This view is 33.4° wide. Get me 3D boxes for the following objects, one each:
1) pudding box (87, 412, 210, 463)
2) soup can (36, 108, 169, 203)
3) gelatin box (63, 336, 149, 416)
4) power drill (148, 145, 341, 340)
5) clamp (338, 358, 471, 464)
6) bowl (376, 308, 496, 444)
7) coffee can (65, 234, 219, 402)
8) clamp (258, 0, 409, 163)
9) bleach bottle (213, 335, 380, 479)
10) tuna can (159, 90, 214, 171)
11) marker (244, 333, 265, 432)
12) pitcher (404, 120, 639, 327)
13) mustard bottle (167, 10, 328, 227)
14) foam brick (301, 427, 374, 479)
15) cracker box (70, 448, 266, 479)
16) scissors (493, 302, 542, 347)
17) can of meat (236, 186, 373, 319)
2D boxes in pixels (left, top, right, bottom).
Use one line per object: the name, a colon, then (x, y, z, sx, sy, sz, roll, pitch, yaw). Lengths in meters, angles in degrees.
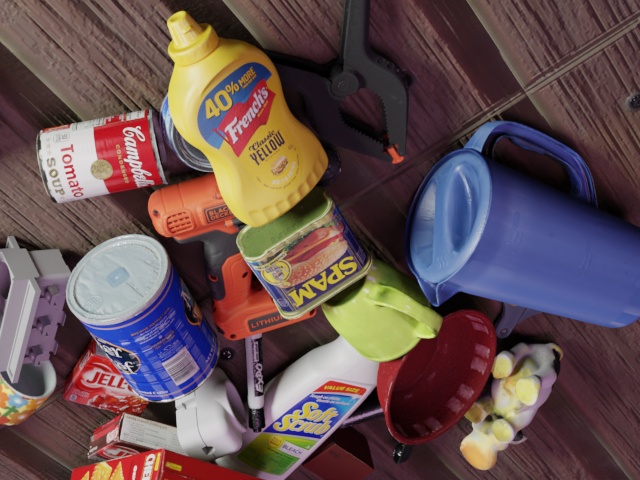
pudding box: (-0.189, 0.230, 1.185, 0.113, 0.039, 0.090, 19, 150, -26)
soup can: (-0.190, -0.074, 0.938, 0.102, 0.068, 0.068, -11, 130, -1)
gelatin box: (-0.219, 0.148, 1.138, 0.089, 0.030, 0.073, 21, 122, -26)
power drill: (-0.057, 0.001, 1.035, 0.184, 0.057, 0.187, -16, 128, -2)
clamp: (0.098, 0.182, 1.223, 0.120, 0.039, 0.172, 24, 115, -32)
bowl: (0.112, 0.134, 1.133, 0.161, 0.055, 0.162, -23, 129, -32)
coffee can: (-0.169, 0.077, 1.033, 0.103, 0.103, 0.140, -19, 137, 5)
clamp: (0.006, -0.143, 0.939, 0.165, 0.036, 0.210, -25, 126, 10)
bleach bottle: (-0.011, 0.168, 1.176, 0.102, 0.068, 0.251, 31, 115, -28)
tuna can: (-0.096, -0.104, 0.938, 0.086, 0.034, 0.086, -11, 121, -20)
marker: (-0.070, 0.146, 1.137, 0.020, 0.020, 0.121, -3, 101, -8)
pitcher: (0.217, -0.003, 1.045, 0.242, 0.145, 0.149, 17, 135, -26)
mustard bottle: (-0.072, -0.108, 0.888, 0.096, 0.058, 0.191, -41, 126, -13)
foam brick: (0.017, 0.248, 1.252, 0.053, 0.051, 0.078, -37, 127, 17)
cracker box: (-0.161, 0.289, 1.162, 0.164, 0.072, 0.214, 24, 152, -30)
scissors: (0.223, 0.092, 1.187, 0.096, 0.016, 0.202, 1, 129, -12)
can of meat: (-0.015, 0.010, 0.982, 0.102, 0.057, 0.084, -32, 128, 1)
